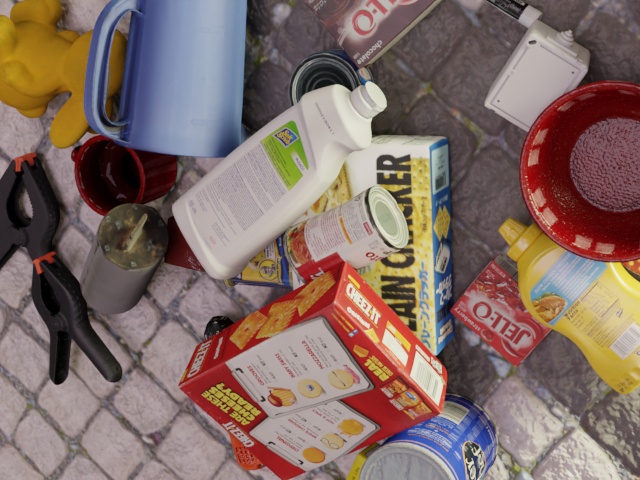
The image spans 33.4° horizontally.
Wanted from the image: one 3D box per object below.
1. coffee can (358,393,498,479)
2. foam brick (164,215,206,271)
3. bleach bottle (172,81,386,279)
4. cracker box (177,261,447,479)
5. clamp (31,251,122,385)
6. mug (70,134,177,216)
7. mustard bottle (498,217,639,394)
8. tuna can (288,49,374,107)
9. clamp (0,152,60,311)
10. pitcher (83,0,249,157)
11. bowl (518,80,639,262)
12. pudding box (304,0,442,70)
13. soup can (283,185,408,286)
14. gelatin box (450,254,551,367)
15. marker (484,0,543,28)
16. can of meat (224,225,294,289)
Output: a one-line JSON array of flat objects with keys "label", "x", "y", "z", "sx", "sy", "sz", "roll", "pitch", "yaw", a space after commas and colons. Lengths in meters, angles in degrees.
[{"label": "coffee can", "x": 0.112, "y": 0.227, "z": 1.083, "sx": 0.103, "sy": 0.140, "sz": 0.103, "roll": 7, "pitch": 106, "yaw": 24}, {"label": "foam brick", "x": -0.128, "y": -0.003, "z": 1.174, "sx": 0.051, "sy": 0.078, "sz": 0.053, "roll": 13, "pitch": 109, "yaw": 24}, {"label": "bleach bottle", "x": -0.032, "y": -0.065, "z": 1.045, "sx": 0.251, "sy": 0.068, "sz": 0.102, "roll": -35, "pitch": 84, "yaw": 30}, {"label": "cracker box", "x": -0.007, "y": 0.135, "z": 1.059, "sx": 0.214, "sy": 0.072, "sz": 0.164, "roll": -30, "pitch": 114, "yaw": 32}, {"label": "clamp", "x": -0.310, "y": 0.101, "z": 1.283, "sx": 0.120, "sy": 0.039, "sz": 0.171, "roll": -20, "pitch": 94, "yaw": 34}, {"label": "mug", "x": -0.224, "y": -0.082, "z": 1.197, "sx": 0.117, "sy": 0.081, "sz": 0.093, "roll": 19, "pitch": 111, "yaw": 20}, {"label": "mustard bottle", "x": 0.245, "y": 0.047, "z": 1.001, "sx": 0.192, "sy": 0.058, "sz": 0.096, "roll": 42, "pitch": 113, "yaw": 10}, {"label": "tuna can", "x": 0.011, "y": -0.151, "z": 1.091, "sx": 0.086, "sy": 0.033, "sz": 0.086, "roll": 7, "pitch": 106, "yaw": 24}, {"label": "clamp", "x": -0.353, "y": -0.002, "z": 1.307, "sx": 0.165, "sy": 0.036, "sz": 0.210, "roll": 22, "pitch": 116, "yaw": 18}, {"label": "pitcher", "x": -0.145, "y": -0.207, "z": 1.086, "sx": 0.145, "sy": 0.149, "sz": 0.243, "roll": 8, "pitch": 101, "yaw": 9}, {"label": "bowl", "x": 0.263, "y": -0.064, "z": 0.955, "sx": 0.162, "sy": 0.055, "sz": 0.162, "roll": 6, "pitch": 104, "yaw": 23}, {"label": "pudding box", "x": 0.055, "y": -0.237, "z": 1.044, "sx": 0.114, "sy": 0.039, "sz": 0.090, "roll": -41, "pitch": 85, "yaw": 29}, {"label": "soup can", "x": 0.025, "y": -0.003, "z": 1.028, "sx": 0.102, "sy": 0.068, "sz": 0.068, "roll": -26, "pitch": 91, "yaw": 29}, {"label": "gelatin box", "x": 0.187, "y": 0.071, "z": 1.067, "sx": 0.089, "sy": 0.030, "sz": 0.073, "roll": 42, "pitch": 117, "yaw": 11}, {"label": "marker", "x": 0.154, "y": -0.237, "z": 1.007, "sx": 0.121, "sy": 0.020, "sz": 0.020, "roll": 35, "pitch": 116, "yaw": 14}, {"label": "can of meat", "x": -0.058, "y": 0.001, "z": 1.153, "sx": 0.084, "sy": 0.057, "sz": 0.102, "roll": 4, "pitch": 105, "yaw": 23}]
